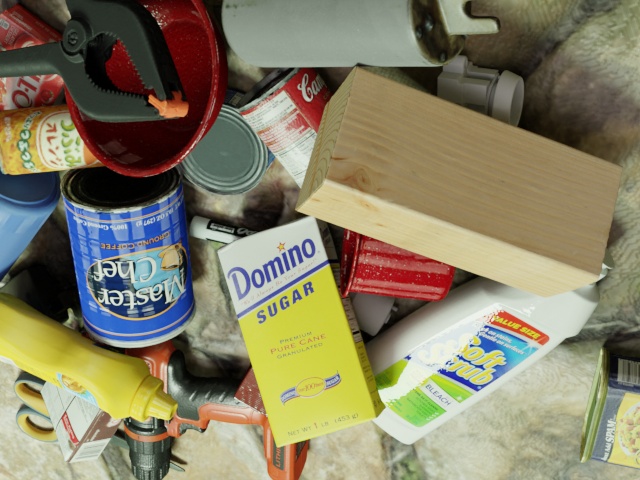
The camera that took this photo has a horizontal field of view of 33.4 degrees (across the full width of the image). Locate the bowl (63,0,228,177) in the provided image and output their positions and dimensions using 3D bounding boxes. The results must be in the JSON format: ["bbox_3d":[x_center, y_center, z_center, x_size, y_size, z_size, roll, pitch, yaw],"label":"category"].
[{"bbox_3d":[-0.126,-0.131,0.834,0.162,0.055,0.162,3,96,34],"label":"bowl"}]

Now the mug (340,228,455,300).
[{"bbox_3d":[0.064,-0.008,0.852,0.081,0.093,0.117,7,81,-5],"label":"mug"}]

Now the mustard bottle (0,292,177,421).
[{"bbox_3d":[-0.216,0.113,0.960,0.192,0.058,0.096,25,161,11],"label":"mustard bottle"}]

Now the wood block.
[{"bbox_3d":[0.098,-0.037,0.770,0.206,0.091,0.090,19,165,-10],"label":"wood block"}]

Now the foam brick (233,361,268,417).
[{"bbox_3d":[-0.036,0.118,0.971,0.053,0.078,0.051,30,125,-1],"label":"foam brick"}]

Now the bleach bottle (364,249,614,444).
[{"bbox_3d":[0.133,0.073,0.894,0.102,0.068,0.251,42,123,-10],"label":"bleach bottle"}]

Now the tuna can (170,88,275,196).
[{"bbox_3d":[-0.079,-0.082,0.885,0.086,0.033,0.086,9,124,14],"label":"tuna can"}]

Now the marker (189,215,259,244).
[{"bbox_3d":[-0.056,0.001,0.939,0.121,0.020,0.020,14,125,11],"label":"marker"}]

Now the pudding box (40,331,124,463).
[{"bbox_3d":[-0.234,0.155,1.057,0.114,0.039,0.090,-52,54,40],"label":"pudding box"}]

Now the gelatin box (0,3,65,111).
[{"bbox_3d":[-0.250,-0.145,0.907,0.073,0.030,0.089,36,126,-6],"label":"gelatin box"}]

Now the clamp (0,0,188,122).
[{"bbox_3d":[-0.176,-0.163,0.808,0.210,0.036,0.165,32,110,26],"label":"clamp"}]

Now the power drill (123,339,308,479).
[{"bbox_3d":[-0.107,0.185,1.050,0.188,0.057,0.184,11,123,12],"label":"power drill"}]

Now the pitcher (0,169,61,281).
[{"bbox_3d":[-0.348,-0.007,0.982,0.149,0.145,0.243,35,123,-20],"label":"pitcher"}]

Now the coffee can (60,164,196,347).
[{"bbox_3d":[-0.165,0.007,0.930,0.103,0.102,0.140,8,124,14],"label":"coffee can"}]

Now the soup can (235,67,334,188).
[{"bbox_3d":[-0.009,-0.085,0.837,0.069,0.068,0.102,-28,109,32],"label":"soup can"}]

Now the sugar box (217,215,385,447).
[{"bbox_3d":[-0.017,0.074,0.896,0.093,0.048,0.176,-19,87,13],"label":"sugar box"}]

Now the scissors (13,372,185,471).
[{"bbox_3d":[-0.248,0.214,1.147,0.201,0.016,0.096,36,128,-5],"label":"scissors"}]
